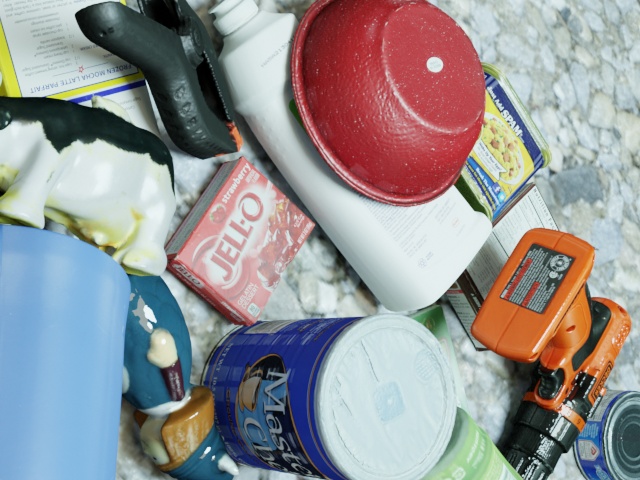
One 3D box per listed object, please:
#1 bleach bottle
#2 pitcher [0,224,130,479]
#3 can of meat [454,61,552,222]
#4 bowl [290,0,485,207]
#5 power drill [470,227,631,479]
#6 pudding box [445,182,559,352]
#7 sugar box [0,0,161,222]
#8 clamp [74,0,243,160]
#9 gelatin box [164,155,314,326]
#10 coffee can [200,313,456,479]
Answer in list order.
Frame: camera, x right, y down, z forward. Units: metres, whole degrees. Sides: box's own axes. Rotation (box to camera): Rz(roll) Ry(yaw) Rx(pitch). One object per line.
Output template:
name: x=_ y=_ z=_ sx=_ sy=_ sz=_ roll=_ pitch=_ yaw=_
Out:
bleach bottle: x=0.014 y=-0.072 z=0.752 sx=0.250 sy=0.068 sz=0.102 roll=52 pitch=57 yaw=-16
pitcher: x=-0.162 y=0.117 z=0.508 sx=0.149 sy=0.145 sz=0.243 roll=22 pitch=49 yaw=-38
can of meat: x=0.119 y=-0.071 z=0.827 sx=0.083 sy=0.058 sz=0.102 roll=-45 pitch=109 yaw=-27
bowl: x=0.060 y=-0.107 z=0.722 sx=0.161 sy=0.055 sz=0.162 roll=12 pitch=69 yaw=-34
power drill: x=0.169 y=0.092 z=0.805 sx=0.184 sy=0.057 sz=0.187 roll=-58 pitch=147 yaw=-18
pudding box: x=0.149 y=0.020 z=0.850 sx=0.113 sy=0.039 sz=0.090 roll=-42 pitch=109 yaw=-32
sugar box: x=-0.156 y=-0.107 z=0.634 sx=0.093 sy=0.048 sz=0.176 roll=-22 pitch=108 yaw=-37
clamp: x=-0.092 y=-0.113 z=0.630 sx=0.210 sy=0.036 sz=0.164 roll=69 pitch=15 yaw=-45
gelatin box: x=-0.055 y=0.001 z=0.714 sx=0.073 sy=0.030 sz=0.089 roll=43 pitch=63 yaw=-24
coffee can: x=0.002 y=0.099 z=0.676 sx=0.102 sy=0.141 sz=0.103 roll=4 pitch=83 yaw=-35
